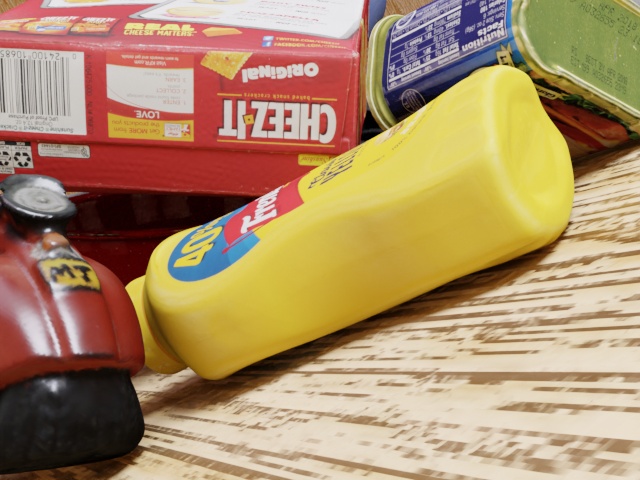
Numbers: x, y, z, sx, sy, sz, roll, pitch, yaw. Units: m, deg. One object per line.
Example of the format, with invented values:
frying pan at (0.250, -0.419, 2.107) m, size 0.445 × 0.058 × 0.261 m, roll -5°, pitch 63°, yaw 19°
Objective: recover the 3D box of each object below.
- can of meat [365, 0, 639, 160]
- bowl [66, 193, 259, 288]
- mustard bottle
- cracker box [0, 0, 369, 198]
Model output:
can of meat at (0.085, -0.068, 0.440) m, size 0.101 × 0.057 × 0.084 m, roll 19°, pitch -23°, yaw -34°
bowl at (-0.070, 0.005, 0.550) m, size 0.162 × 0.055 × 0.162 m, roll -4°, pitch 11°, yaw 1°
mustard bottle at (-0.006, 0.006, 0.392) m, size 0.192 × 0.058 × 0.096 m, roll -26°, pitch 15°, yaw 26°
cracker box at (-0.059, -0.085, 0.527) m, size 0.164 × 0.072 × 0.213 m, roll 3°, pitch 21°, yaw 3°
